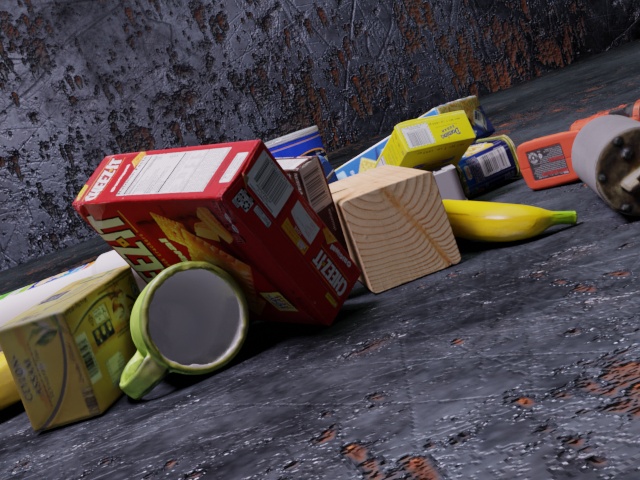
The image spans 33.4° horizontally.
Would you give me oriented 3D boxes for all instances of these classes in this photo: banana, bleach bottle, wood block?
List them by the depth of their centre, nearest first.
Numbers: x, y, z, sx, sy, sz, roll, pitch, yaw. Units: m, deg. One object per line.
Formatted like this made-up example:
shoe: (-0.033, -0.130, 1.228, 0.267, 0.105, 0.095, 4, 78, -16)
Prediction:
banana: (0.152, -0.018, 1.020, 0.069, 0.037, 0.198, 7, 1, -31)
wood block: (0.061, -0.018, 1.058, 0.090, 0.091, 0.206, -20, 7, -5)
bleach bottle: (-0.257, 0.057, 1.134, 0.251, 0.068, 0.102, -23, 2, 23)

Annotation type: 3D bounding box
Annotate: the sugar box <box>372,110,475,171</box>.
sugar box: (0.114, -0.088, 1.303, 0.093, 0.048, 0.176, -13, -24, -18)

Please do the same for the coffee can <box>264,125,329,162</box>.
coffee can: (-0.030, -0.086, 1.568, 0.103, 0.140, 0.103, -19, 8, 2)

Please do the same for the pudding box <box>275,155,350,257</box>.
pudding box: (-0.028, -0.021, 0.993, 0.090, 0.113, 0.039, 1, 25, 40)

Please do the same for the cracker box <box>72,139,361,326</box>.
cracker box: (-0.095, -0.002, 0.942, 0.214, 0.164, 0.072, -1, 48, 44)

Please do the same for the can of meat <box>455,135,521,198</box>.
can of meat: (0.194, -0.091, 1.364, 0.083, 0.057, 0.102, -24, 8, -16)

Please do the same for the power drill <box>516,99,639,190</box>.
power drill: (0.330, -0.117, 1.220, 0.187, 0.057, 0.185, -22, 4, -40)
